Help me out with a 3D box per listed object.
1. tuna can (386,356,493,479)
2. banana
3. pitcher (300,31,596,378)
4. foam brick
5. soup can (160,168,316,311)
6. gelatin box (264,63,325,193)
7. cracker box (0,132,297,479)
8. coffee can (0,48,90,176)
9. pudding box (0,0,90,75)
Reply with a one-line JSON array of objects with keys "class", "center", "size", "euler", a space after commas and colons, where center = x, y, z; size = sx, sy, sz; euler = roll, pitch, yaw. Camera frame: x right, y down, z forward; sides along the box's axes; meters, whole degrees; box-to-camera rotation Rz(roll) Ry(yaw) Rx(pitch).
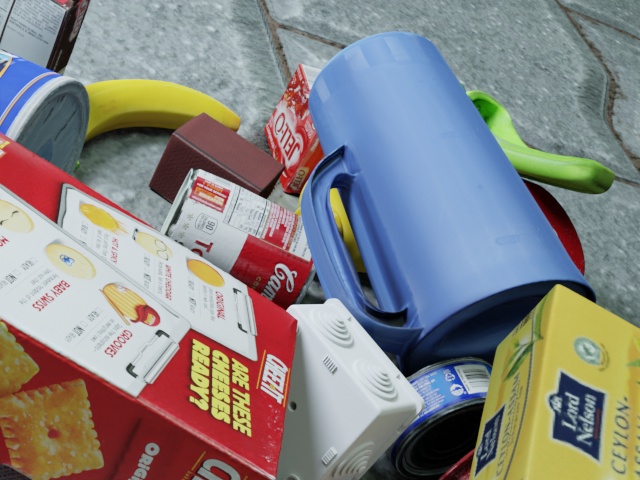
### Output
[{"class": "tuna can", "center": [0.079, 0.113, 0.673], "size": [0.085, 0.086, 0.034], "euler": [6, 42, -35]}, {"class": "banana", "center": [-0.142, -0.094, 0.817], "size": [0.197, 0.037, 0.069], "euler": [-23, 79, -51]}, {"class": "pitcher", "center": [0.068, -0.026, 0.731], "size": [0.149, 0.145, 0.243], "euler": [45, 19, -56]}, {"class": "foam brick", "center": [-0.077, -0.048, 0.791], "size": [0.078, 0.053, 0.051], "euler": [34, 32, 1]}, {"class": "soup can", "center": [-0.055, 0.001, 0.729], "size": [0.102, 0.069, 0.068], "euler": [25, 33, -11]}, {"class": "gelatin box", "center": [-0.013, -0.091, 0.884], "size": [0.030, 0.073, 0.089], "euler": [13, 38, -26]}, {"class": "cracker box", "center": [-0.121, 0.041, 0.514], "size": [0.213, 0.072, 0.164], "euler": [33, 19, -10]}, {"class": "coffee can", "center": [-0.224, -0.075, 0.633], "size": [0.140, 0.103, 0.102], "euler": [24, 31, 7]}, {"class": "pudding box", "center": [-0.220, -0.146, 0.745], "size": [0.090, 0.114, 0.039], "euler": [32, 35, -1]}]
